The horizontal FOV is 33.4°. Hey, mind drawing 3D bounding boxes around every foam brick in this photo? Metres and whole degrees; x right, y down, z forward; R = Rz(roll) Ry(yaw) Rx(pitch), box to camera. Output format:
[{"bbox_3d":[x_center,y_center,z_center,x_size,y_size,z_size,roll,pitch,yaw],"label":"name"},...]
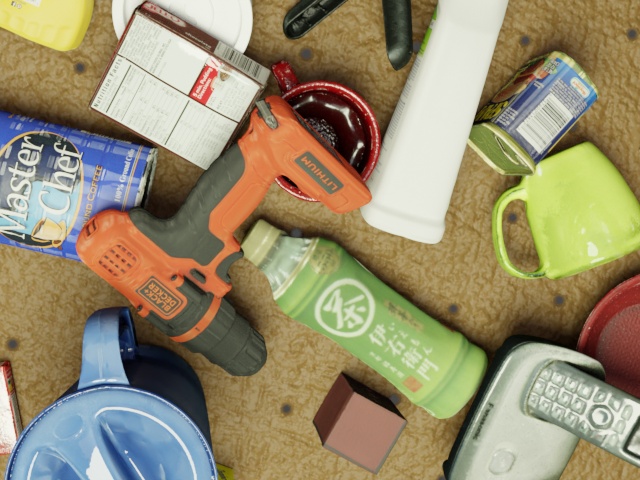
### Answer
[{"bbox_3d":[0.031,0.149,0.877,0.053,0.078,0.051,29,91,-9],"label":"foam brick"}]

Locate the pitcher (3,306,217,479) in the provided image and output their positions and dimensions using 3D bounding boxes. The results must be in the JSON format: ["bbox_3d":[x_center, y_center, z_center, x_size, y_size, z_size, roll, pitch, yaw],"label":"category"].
[{"bbox_3d":[-0.140,0.137,0.778,0.145,0.243,0.149,39,90,-7],"label":"pitcher"}]

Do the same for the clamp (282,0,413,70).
[{"bbox_3d":[0.040,-0.221,0.858,0.120,0.039,0.171,14,78,24],"label":"clamp"}]

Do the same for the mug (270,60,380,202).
[{"bbox_3d":[-0.009,-0.089,0.852,0.093,0.081,0.117,-30,97,-2],"label":"mug"}]

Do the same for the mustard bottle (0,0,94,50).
[{"bbox_3d":[-0.199,-0.250,0.817,0.096,0.058,0.192,25,104,-1],"label":"mustard bottle"}]

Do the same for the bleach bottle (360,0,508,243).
[{"bbox_3d":[0.099,-0.130,0.828,0.068,0.102,0.251,17,105,-6],"label":"bleach bottle"}]

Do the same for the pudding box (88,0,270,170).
[{"bbox_3d":[-0.109,-0.116,0.819,0.113,0.039,0.090,30,116,-9],"label":"pudding box"}]

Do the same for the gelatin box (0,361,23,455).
[{"bbox_3d":[-0.294,0.143,0.873,0.089,0.030,0.073,-9,95,-4],"label":"gelatin box"}]

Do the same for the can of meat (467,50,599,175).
[{"bbox_3d":[0.167,-0.101,0.857,0.057,0.102,0.084,44,88,-8],"label":"can of meat"}]

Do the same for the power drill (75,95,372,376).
[{"bbox_3d":[-0.055,0.001,0.785,0.188,0.057,0.184,-42,123,7],"label":"power drill"}]

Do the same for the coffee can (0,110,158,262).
[{"bbox_3d":[-0.207,-0.040,0.829,0.140,0.103,0.103,13,93,-6],"label":"coffee can"}]
